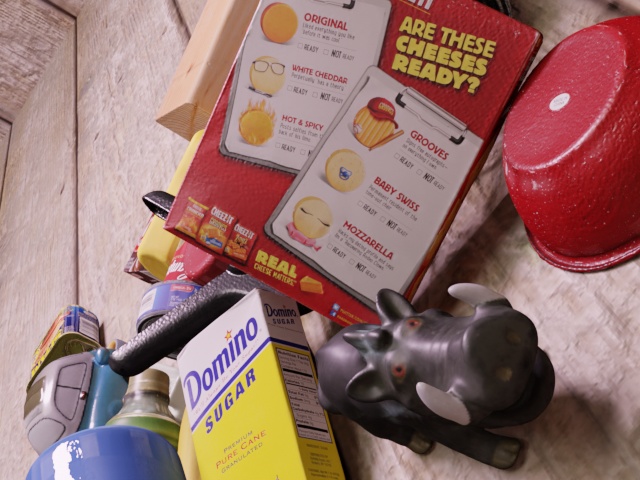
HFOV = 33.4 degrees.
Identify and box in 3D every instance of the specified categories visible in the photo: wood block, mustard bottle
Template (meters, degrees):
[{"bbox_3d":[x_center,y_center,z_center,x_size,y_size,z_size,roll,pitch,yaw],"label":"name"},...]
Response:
[{"bbox_3d":[-0.093,-0.208,1.185,0.091,0.090,0.206,-14,51,58],"label":"wood block"},{"bbox_3d":[-0.117,-0.052,1.073,0.096,0.058,0.191,65,-135,-66],"label":"mustard bottle"}]

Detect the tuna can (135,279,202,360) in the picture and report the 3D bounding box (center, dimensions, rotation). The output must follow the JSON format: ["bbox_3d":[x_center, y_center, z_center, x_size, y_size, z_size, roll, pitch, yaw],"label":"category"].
[{"bbox_3d":[-0.117,0.072,0.930,0.086,0.086,0.033,-36,35,43],"label":"tuna can"}]

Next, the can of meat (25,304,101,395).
[{"bbox_3d":[-0.301,0.136,1.259,0.102,0.057,0.084,-55,22,12],"label":"can of meat"}]

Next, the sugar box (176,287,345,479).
[{"bbox_3d":[-0.039,0.129,0.695,0.093,0.048,0.176,-40,52,29],"label":"sugar box"}]

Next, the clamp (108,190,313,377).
[{"bbox_3d":[-0.058,0.027,0.788,0.210,0.036,0.164,-2,56,21],"label":"clamp"}]

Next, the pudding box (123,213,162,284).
[{"bbox_3d":[-0.166,0.001,1.161,0.114,0.039,0.090,-3,61,62],"label":"pudding box"}]

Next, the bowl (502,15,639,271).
[{"bbox_3d":[0.152,-0.066,0.590,0.162,0.055,0.162,-45,28,33],"label":"bowl"}]

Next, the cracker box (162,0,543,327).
[{"bbox_3d":[0.020,-0.067,0.676,0.214,0.164,0.072,-65,-9,14],"label":"cracker box"}]
